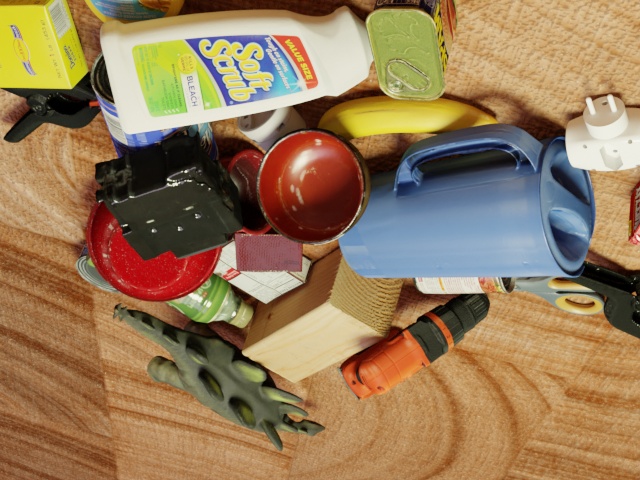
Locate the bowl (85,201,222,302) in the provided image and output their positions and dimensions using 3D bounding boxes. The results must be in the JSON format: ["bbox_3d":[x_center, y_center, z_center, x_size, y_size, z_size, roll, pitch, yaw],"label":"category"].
[{"bbox_3d":[-0.195,0.006,1.233,0.162,0.055,0.162,0,108,0],"label":"bowl"}]

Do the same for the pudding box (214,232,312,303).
[{"bbox_3d":[-0.081,0.026,1.309,0.113,0.039,0.090,31,143,-23],"label":"pudding box"}]

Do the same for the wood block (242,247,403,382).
[{"bbox_3d":[0.000,0.094,1.325,0.090,0.090,0.207,31,145,-20],"label":"wood block"}]

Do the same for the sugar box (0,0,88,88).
[{"bbox_3d":[-0.328,-0.200,1.063,0.176,0.048,0.093,2,127,17],"label":"sugar box"}]

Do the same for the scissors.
[{"bbox_3d":[0.240,0.060,1.235,0.202,0.016,0.096,-6,140,32],"label":"scissors"}]

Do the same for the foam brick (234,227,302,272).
[{"bbox_3d":[-0.058,0.001,1.220,0.078,0.051,0.053,1,121,-2],"label":"foam brick"}]

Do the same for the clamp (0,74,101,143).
[{"bbox_3d":[-0.298,-0.147,1.151,0.172,0.039,0.120,10,147,18],"label":"clamp"}]

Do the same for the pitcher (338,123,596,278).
[{"bbox_3d":[0.135,-0.030,1.057,0.243,0.149,0.144,-6,-179,35],"label":"pitcher"}]

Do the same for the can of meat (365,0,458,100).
[{"bbox_3d":[0.079,-0.182,0.889,0.057,0.084,0.102,4,145,18],"label":"can of meat"}]

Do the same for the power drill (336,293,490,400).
[{"bbox_3d":[0.107,0.130,1.302,0.057,0.184,0.188,57,160,6],"label":"power drill"}]

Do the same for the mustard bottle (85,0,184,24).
[{"bbox_3d":[-0.168,-0.238,0.941,0.096,0.058,0.191,5,145,7],"label":"mustard bottle"}]

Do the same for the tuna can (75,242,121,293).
[{"bbox_3d":[-0.277,0.032,1.409,0.086,0.033,0.086,12,147,8],"label":"tuna can"}]

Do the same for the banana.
[{"bbox_3d":[0.071,-0.116,1.039,0.198,0.037,0.069,-4,159,31],"label":"banana"}]

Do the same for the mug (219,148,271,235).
[{"bbox_3d":[-0.096,-0.049,1.173,0.082,0.093,0.117,-4,178,37],"label":"mug"}]

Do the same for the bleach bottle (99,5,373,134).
[{"bbox_3d":[-0.059,-0.165,0.943,0.251,0.068,0.102,-11,111,-2],"label":"bleach bottle"}]

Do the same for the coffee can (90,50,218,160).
[{"bbox_3d":[-0.163,-0.123,1.067,0.103,0.102,0.140,9,146,12],"label":"coffee can"}]

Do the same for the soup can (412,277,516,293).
[{"bbox_3d":[0.158,0.025,1.173,0.102,0.068,0.068,-2,143,27],"label":"soup can"}]
